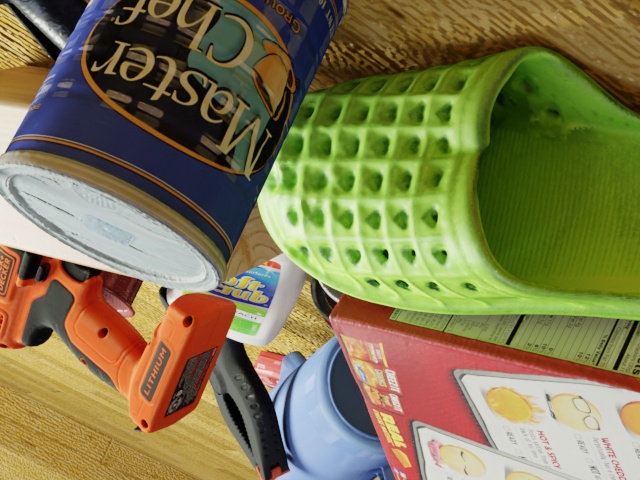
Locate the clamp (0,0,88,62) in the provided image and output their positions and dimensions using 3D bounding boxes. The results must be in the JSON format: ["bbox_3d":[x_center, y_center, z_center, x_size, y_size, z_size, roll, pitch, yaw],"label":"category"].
[{"bbox_3d":[-0.152,-0.132,0.521,0.171,0.039,0.120,50,165,-32],"label":"clamp"}]

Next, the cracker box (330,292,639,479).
[{"bbox_3d":[0.128,0.088,0.514,0.214,0.072,0.164,11,140,32],"label":"cracker box"}]

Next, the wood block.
[{"bbox_3d":[-0.126,-0.042,0.613,0.206,0.090,0.091,12,113,31],"label":"wood block"}]

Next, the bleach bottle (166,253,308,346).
[{"bbox_3d":[-0.055,0.001,0.737,0.102,0.068,0.251,25,158,2],"label":"bleach bottle"}]

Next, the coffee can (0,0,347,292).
[{"bbox_3d":[-0.061,-0.063,0.456,0.103,0.140,0.103,21,160,8],"label":"coffee can"}]

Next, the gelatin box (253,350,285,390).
[{"bbox_3d":[-0.022,0.153,1.137,0.073,0.030,0.089,11,157,31],"label":"gelatin box"}]

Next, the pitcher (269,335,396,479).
[{"bbox_3d":[0.030,0.161,0.945,0.149,0.145,0.243,23,158,-3],"label":"pitcher"}]

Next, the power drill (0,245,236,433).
[{"bbox_3d":[-0.150,0.029,0.737,0.188,0.185,0.057,33,-153,22],"label":"power drill"}]

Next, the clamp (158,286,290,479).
[{"bbox_3d":[-0.085,0.115,0.955,0.165,0.036,0.210,-12,100,67],"label":"clamp"}]
